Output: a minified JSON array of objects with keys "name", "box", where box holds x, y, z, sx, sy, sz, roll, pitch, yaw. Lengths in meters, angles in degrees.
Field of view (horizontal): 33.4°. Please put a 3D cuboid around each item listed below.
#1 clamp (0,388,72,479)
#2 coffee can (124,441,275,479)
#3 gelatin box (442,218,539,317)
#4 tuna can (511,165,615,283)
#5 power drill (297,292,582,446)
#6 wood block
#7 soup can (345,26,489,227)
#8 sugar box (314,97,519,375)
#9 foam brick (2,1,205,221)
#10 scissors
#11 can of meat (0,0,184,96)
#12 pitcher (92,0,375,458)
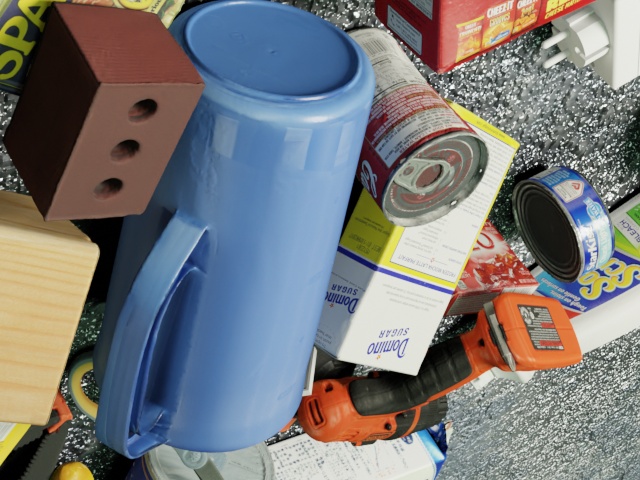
[{"name":"clamp","box":[-0.247,0.181,0.737,0.210,0.036,0.164,-38,145,2]},{"name":"coffee can","box":[-0.109,0.211,0.830,0.102,0.103,0.140,-2,135,-38]},{"name":"gelatin box","box":[0.108,0.018,0.797,0.089,0.073,0.030,-3,135,-37]},{"name":"tuna can","box":[0.184,-0.013,0.809,0.033,0.086,0.086,-25,145,-15]},{"name":"power drill","box":[0.099,0.104,0.812,0.188,0.057,0.184,-31,160,29]},{"name":"wood block","box":[-0.215,0.014,0.455,0.205,0.090,0.091,13,100,-34]},{"name":"soup can","box":[0.040,-0.066,0.609,0.068,0.102,0.068,-22,144,-17]},{"name":"sugar box","box":[0.060,-0.003,0.703,0.093,0.048,0.176,19,99,-49]},{"name":"foam brick","box":[-0.094,-0.054,0.459,0.052,0.051,0.078,-6,140,-41]},{"name":"scissors","box":[-0.108,0.143,0.730,0.096,0.016,0.202,-13,106,0]},{"name":"can of meat","box":[-0.117,-0.108,0.470,0.102,0.057,0.083,-48,147,21]},{"name":"pitcher","box":[-0.054,0.001,0.587,0.144,0.149,0.243,-2,133,-21]}]
